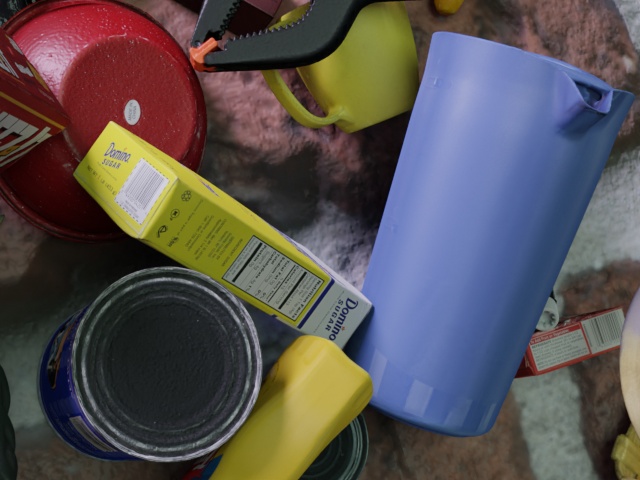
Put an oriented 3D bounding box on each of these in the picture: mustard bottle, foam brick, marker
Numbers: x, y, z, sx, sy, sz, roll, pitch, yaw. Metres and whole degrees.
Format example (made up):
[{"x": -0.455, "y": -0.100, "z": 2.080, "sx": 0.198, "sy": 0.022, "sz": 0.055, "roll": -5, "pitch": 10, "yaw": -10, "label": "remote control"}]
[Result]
[{"x": -0.051, "y": 0.142, "z": 0.614, "sx": 0.058, "sy": 0.096, "sz": 0.191, "roll": 42, "pitch": 73, "yaw": -3, "label": "mustard bottle"}, {"x": -0.063, "y": -0.183, "z": 0.735, "sx": 0.078, "sy": 0.051, "sz": 0.053, "roll": 28, "pitch": 71, "yaw": -14, "label": "foam brick"}, {"x": 0.155, "y": 0.021, "z": 0.762, "sx": 0.020, "sy": 0.020, "sz": 0.121, "roll": 32, "pitch": 30, "yaw": -13, "label": "marker"}]

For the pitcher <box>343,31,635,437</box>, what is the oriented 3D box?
[{"x": 0.095, "y": -0.006, "z": 0.699, "sx": 0.145, "sy": 0.149, "sz": 0.243, "roll": 21, "pitch": 97, "yaw": 20, "label": "pitcher"}]

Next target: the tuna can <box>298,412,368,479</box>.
[{"x": -0.012, "y": 0.133, "z": 0.701, "sx": 0.086, "sy": 0.034, "sz": 0.086, "roll": 4, "pitch": 78, "yaw": -21, "label": "tuna can"}]

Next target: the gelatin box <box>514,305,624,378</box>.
[{"x": 0.163, "y": 0.074, "z": 0.761, "sx": 0.089, "sy": 0.073, "sz": 0.030, "roll": -15, "pitch": 85, "yaw": -23, "label": "gelatin box"}]

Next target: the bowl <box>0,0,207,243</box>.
[{"x": -0.130, "y": -0.078, "z": 0.664, "sx": 0.161, "sy": 0.055, "sz": 0.162, "roll": 0, "pitch": 89, "yaw": -34, "label": "bowl"}]

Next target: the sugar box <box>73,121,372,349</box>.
[{"x": -0.054, "y": 0.000, "z": 0.639, "sx": 0.176, "sy": 0.093, "sz": 0.048, "roll": 31, "pitch": 96, "yaw": -43, "label": "sugar box"}]

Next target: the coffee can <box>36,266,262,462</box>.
[{"x": -0.103, "y": 0.076, "z": 0.617, "sx": 0.102, "sy": 0.140, "sz": 0.103, "roll": 4, "pitch": 78, "yaw": -21, "label": "coffee can"}]

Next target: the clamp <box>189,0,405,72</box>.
[{"x": 0.010, "y": -0.168, "z": 0.675, "sx": 0.164, "sy": 0.036, "sz": 0.210, "roll": 45, "pitch": 83, "yaw": 0, "label": "clamp"}]
